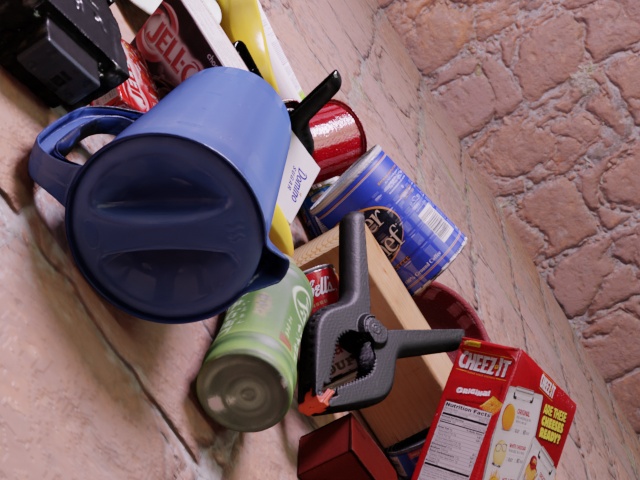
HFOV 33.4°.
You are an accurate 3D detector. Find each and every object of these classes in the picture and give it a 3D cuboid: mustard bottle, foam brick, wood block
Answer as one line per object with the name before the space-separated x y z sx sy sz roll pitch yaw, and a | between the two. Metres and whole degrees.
mustard bottle | -0.086 -0.202 1.169 0.096 0.058 0.191 177 -101 -69
foam brick | 0.024 0.193 0.880 0.078 0.051 0.053 55 16 -22
wood block | 0.052 0.091 1.077 0.206 0.091 0.090 58 16 -11

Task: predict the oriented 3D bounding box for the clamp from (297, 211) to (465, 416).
clamp | 0.033 0.073 0.933 0.164 0.036 0.209 52 42 -1

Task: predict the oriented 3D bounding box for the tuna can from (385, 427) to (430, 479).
tuna can | 0.111 0.205 1.069 0.034 0.086 0.086 62 15 -1

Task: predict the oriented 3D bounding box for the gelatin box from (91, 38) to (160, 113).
gelatin box | -0.167 -0.133 0.895 0.073 0.030 0.089 32 32 -60

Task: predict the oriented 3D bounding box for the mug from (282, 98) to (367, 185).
mug | -0.015 -0.116 1.213 0.081 0.093 0.117 -23 69 -39

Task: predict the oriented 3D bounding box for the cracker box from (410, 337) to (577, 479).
cracker box | 0.153 0.219 0.995 0.164 0.072 0.213 41 65 -49

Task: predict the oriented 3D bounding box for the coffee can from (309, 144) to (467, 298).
coffee can | 0.073 -0.018 1.142 0.140 0.103 0.102 45 17 -5

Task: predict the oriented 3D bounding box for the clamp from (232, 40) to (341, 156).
clamp | -0.033 -0.124 1.110 0.039 0.120 0.171 -54 152 -39

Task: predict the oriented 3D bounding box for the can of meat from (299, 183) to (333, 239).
can of meat | 0.023 -0.014 1.242 0.084 0.057 0.102 64 16 19

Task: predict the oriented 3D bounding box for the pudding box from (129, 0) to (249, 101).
pudding box | -0.117 -0.150 0.938 0.039 0.090 0.113 -11 62 -53

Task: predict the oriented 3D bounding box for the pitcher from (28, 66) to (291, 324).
pitcher | -0.098 -0.054 0.787 0.242 0.145 0.149 -76 144 -67

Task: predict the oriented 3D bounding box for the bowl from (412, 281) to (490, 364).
bowl | 0.125 0.128 1.242 0.161 0.055 0.162 19 54 -29

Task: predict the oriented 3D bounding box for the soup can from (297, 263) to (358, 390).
soup can | 0.003 0.082 0.980 0.102 0.069 0.068 64 16 12
